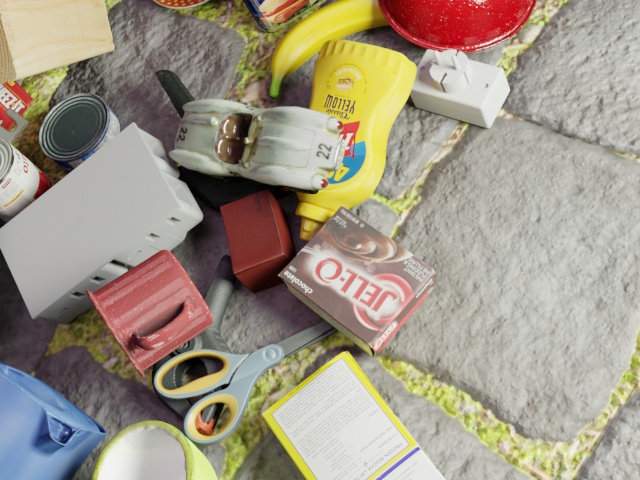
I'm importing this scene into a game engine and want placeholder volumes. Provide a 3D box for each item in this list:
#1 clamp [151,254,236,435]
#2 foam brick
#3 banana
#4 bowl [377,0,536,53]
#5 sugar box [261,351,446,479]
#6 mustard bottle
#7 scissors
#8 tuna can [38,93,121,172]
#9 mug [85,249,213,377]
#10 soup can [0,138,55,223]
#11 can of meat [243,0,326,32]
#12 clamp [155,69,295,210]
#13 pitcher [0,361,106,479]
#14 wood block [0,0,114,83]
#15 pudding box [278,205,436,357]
[{"bbox_3d":[-0.133,0.099,0.999,0.120,0.039,0.171,-12,60,15],"label":"clamp"},{"bbox_3d":[-0.057,0.001,1.013,0.053,0.051,0.078,-20,59,10],"label":"foam brick"},{"bbox_3d":[0.025,-0.217,1.107,0.198,0.037,0.070,-28,76,8],"label":"banana"},{"bbox_3d":[0.135,-0.265,1.050,0.162,0.055,0.162,-2,62,4],"label":"bowl"},{"bbox_3d":[0.037,0.186,0.883,0.093,0.048,0.176,-38,60,-1],"label":"sugar box"},{"bbox_3d":[0.019,-0.090,1.010,0.096,0.058,0.191,17,89,29],"label":"mustard bottle"},{"bbox_3d":[-0.047,0.123,0.950,0.201,0.016,0.096,-11,68,-1],"label":"scissors"},{"bbox_3d":[-0.262,-0.117,1.169,0.086,0.033,0.086,-9,61,17],"label":"tuna can"},{"bbox_3d":[-0.145,0.064,0.940,0.081,0.093,0.117,-33,19,-10],"label":"mug"},{"bbox_3d":[-0.323,-0.055,1.120,0.069,0.102,0.068,-10,61,17],"label":"soup can"},{"bbox_3d":[-0.042,-0.280,1.135,0.102,0.084,0.057,-30,57,5],"label":"can of meat"},{"bbox_3d":[-0.121,-0.074,1.087,0.210,0.036,0.164,24,84,27],"label":"clamp"},{"bbox_3d":[-0.316,0.232,0.962,0.145,0.149,0.243,31,81,13],"label":"pitcher"},{"bbox_3d":[-0.316,-0.225,1.143,0.091,0.205,0.090,-6,106,19],"label":"wood block"},{"bbox_3d":[0.034,0.036,0.954,0.114,0.039,0.090,35,74,26],"label":"pudding box"}]
